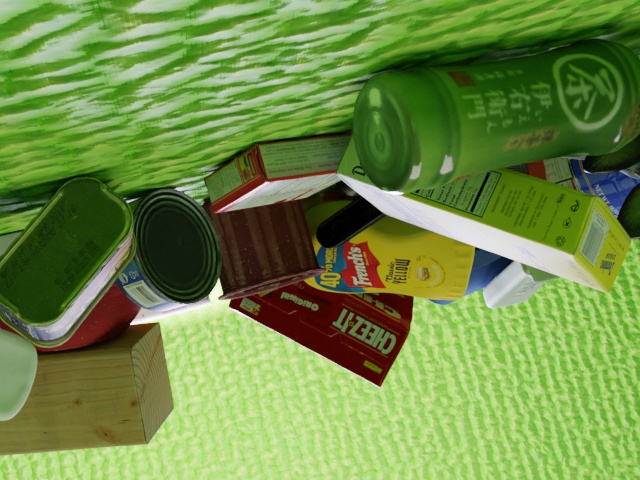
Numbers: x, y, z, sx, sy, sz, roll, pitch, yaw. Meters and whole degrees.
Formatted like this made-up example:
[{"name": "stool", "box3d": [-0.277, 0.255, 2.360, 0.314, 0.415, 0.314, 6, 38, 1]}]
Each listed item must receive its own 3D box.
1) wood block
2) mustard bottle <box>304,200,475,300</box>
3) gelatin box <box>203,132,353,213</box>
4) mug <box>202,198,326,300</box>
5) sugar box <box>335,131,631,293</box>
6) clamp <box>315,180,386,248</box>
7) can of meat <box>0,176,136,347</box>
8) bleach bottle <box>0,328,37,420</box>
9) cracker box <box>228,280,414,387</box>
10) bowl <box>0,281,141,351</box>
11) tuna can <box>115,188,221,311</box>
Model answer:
[{"name": "wood block", "box3d": [-0.251, 0.136, 0.974, 0.206, 0.090, 0.090, -6, -169, 9]}, {"name": "mustard bottle", "box3d": [0.037, 0.007, 0.945, 0.191, 0.058, 0.096, 3, 139, 0]}, {"name": "gelatin box", "box3d": [-0.026, -0.048, 0.749, 0.089, 0.030, 0.073, -12, 172, -37]}, {"name": "mug", "box3d": [-0.056, 0.001, 0.890, 0.093, 0.081, 0.117, -12, 174, -31]}, {"name": "sugar box", "box3d": [0.105, -0.022, 0.701, 0.176, 0.048, 0.093, 18, 172, 33]}, {"name": "clamp", "box3d": [0.073, -0.054, 0.852, 0.171, 0.039, 0.120, -29, 169, -9]}, {"name": "can of meat", "box3d": [-0.162, 0.013, 0.677, 0.102, 0.057, 0.084, -53, -178, -16]}, {"name": "bleach bottle", "box3d": [-0.339, 0.092, 0.879, 0.102, 0.068, 0.251, 29, 162, -39]}, {"name": "cracker box", "box3d": [0.010, 0.057, 1.090, 0.164, 0.072, 0.213, 27, -170, 2]}, {"name": "bowl", "box3d": [-0.221, 0.059, 0.953, 0.162, 0.055, 0.162, -9, -170, 1]}, {"name": "tuna can", "box3d": [-0.113, 0.008, 0.774, 0.034, 0.086, 0.085, -18, 174, 37]}]
